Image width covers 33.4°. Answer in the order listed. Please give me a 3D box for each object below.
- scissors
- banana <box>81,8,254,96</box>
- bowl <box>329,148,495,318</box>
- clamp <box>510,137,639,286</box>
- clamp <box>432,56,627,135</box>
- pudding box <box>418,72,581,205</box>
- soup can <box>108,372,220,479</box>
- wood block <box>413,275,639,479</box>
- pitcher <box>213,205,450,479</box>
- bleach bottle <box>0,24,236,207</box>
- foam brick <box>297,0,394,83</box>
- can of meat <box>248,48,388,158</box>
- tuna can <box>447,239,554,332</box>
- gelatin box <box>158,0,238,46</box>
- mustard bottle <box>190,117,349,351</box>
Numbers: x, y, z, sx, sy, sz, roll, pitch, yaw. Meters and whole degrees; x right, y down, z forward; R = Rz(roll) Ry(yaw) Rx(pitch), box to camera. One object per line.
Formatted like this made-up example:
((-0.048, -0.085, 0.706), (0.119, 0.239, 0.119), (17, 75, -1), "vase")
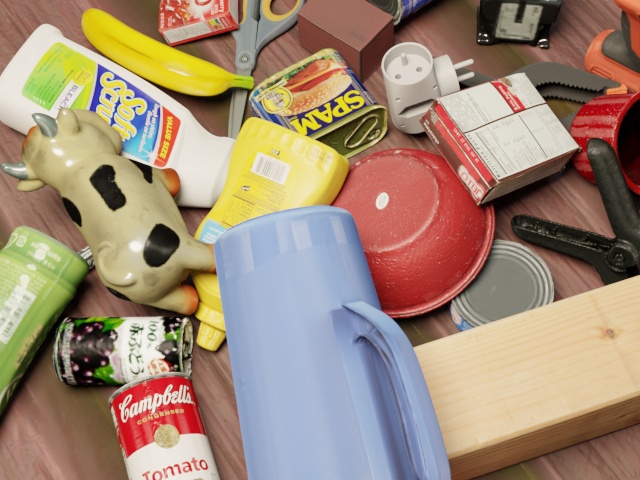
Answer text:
((-0.053, -0.180, 1.019), (0.096, 0.016, 0.202), (-11, 62, 2), "scissors")
((-0.160, -0.173, 0.994), (0.198, 0.069, 0.037), (27, 104, 19), "banana")
((0.060, -0.019, 0.887), (0.162, 0.055, 0.162), (-10, 60, 17), "bowl")
((0.240, 0.008, 0.878), (0.171, 0.120, 0.039), (51, 50, 0), "clamp")
((0.168, -0.124, 0.971), (0.210, 0.036, 0.164), (-13, 64, 0), "clamp")
((0.151, -0.087, 0.892), (0.113, 0.039, 0.090), (-22, 72, -34), "pudding box")
((-0.118, 0.162, 0.819), (0.068, 0.068, 0.102), (-17, 64, -7), "soup can")
((0.169, 0.109, 0.822), (0.206, 0.090, 0.091), (-17, 62, -6), "wood block")
((0.004, 0.100, 0.766), (0.149, 0.145, 0.243), (-14, 80, 7), "pitcher")
((-0.164, -0.102, 0.961), (0.251, 0.068, 0.102), (25, 67, 12), "bleach bottle")
((0.024, -0.197, 1.006), (0.078, 0.051, 0.053), (36, 71, 19), "foam brick")
((-0.003, -0.115, 0.963), (0.102, 0.057, 0.084), (-29, 63, -12), "can of meat")
((0.148, 0.045, 0.886), (0.086, 0.034, 0.086), (-1, 63, 2), "tuna can")
((-0.118, -0.239, 1.035), (0.073, 0.030, 0.089), (-11, 62, 15), "gelatin box")
((-0.056, 0.001, 0.882), (0.096, 0.058, 0.191), (24, 90, 23), "mustard bottle")
